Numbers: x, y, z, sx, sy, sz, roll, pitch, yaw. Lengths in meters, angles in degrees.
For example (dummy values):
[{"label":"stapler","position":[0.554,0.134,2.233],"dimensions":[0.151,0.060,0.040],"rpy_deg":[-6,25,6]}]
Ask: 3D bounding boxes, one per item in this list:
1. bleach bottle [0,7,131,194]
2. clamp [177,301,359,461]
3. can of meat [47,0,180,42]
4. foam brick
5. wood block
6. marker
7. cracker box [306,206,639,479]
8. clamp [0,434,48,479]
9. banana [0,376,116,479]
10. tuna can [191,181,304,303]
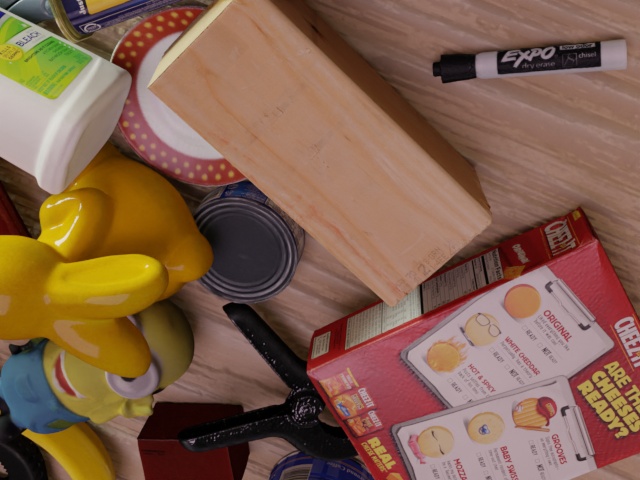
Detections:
[{"label":"bleach bottle","position":[-0.255,-0.129,0.693],"dimensions":[0.251,0.102,0.068],"rpy_deg":[28,127,-2]},{"label":"clamp","position":[-0.015,0.113,0.810],"dimensions":[0.171,0.039,0.120],"rpy_deg":[9,108,-13]},{"label":"can of meat","position":[-0.133,-0.187,0.671],"dimensions":[0.084,0.057,0.102],"rpy_deg":[-16,104,13]},{"label":"foam brick","position":[-0.101,0.167,0.864],"dimensions":[0.078,0.051,0.053],"rpy_deg":[0,117,13]},{"label":"wood block","position":[0.003,-0.068,0.673],"dimensions":[0.206,0.091,0.090],"rpy_deg":[42,108,-17]},{"label":"marker","position":[0.131,-0.113,0.677],"dimensions":[0.121,0.020,0.020],"rpy_deg":[-2,117,14]},{"label":"cracker box","position":[0.122,0.096,0.747],"dimensions":[0.214,0.072,0.164],"rpy_deg":[-26,110,14]},{"label":"clamp","position":[-0.277,0.234,0.950],"dimensions":[0.165,0.036,0.210],"rpy_deg":[-28,106,24]},{"label":"banana","position":[-0.238,0.164,0.892],"dimensions":[0.198,0.037,0.069],"rpy_deg":[42,77,-4]},{"label":"tuna can","position":[-0.055,0.001,0.774],"dimensions":[0.086,0.033,0.086],"rpy_deg":[6,119,10]}]
